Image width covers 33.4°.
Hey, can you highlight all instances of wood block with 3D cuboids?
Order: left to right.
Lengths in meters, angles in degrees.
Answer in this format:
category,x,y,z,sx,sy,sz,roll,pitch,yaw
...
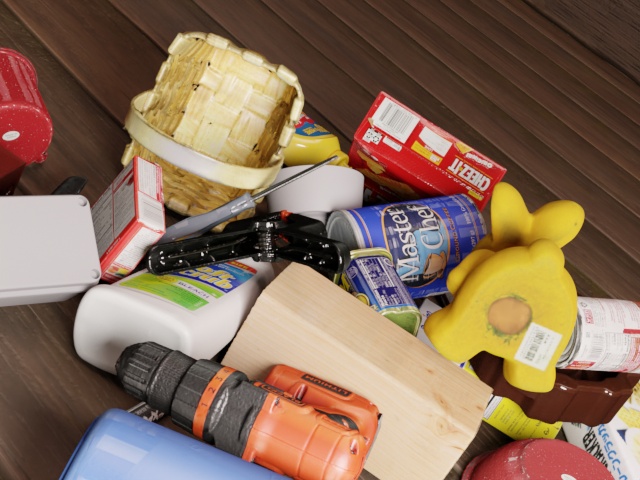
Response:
category,x,y,z,sx,sy,sz,roll,pitch,yaw
wood block,0.031,0.117,0.909,0.206,0.091,0.090,33,25,6

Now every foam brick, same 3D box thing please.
category,x,y,z,sx,sy,sz,roll,pitch,yaw
foam brick,-0.297,-0.048,0.908,0.051,0.053,0.078,31,26,1

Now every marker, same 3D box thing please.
category,x,y,z,sx,sy,sz,roll,pitch,yaw
marker,-0.131,0.130,0.798,0.020,0.020,0.120,38,26,15

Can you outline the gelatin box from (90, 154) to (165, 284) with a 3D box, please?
category,x,y,z,sx,sy,sz,roll,pitch,yaw
gelatin box,-0.162,-0.017,0.897,0.030,0.073,0.089,26,32,-31

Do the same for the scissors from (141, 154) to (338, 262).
category,x,y,z,sx,sy,sz,roll,pitch,yaw
scissors,-0.081,-0.029,0.949,0.016,0.202,0.096,63,13,1

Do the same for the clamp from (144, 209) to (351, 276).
category,x,y,z,sx,sy,sz,roll,pitch,yaw
clamp,-0.056,0.001,0.922,0.164,0.036,0.210,-1,9,2

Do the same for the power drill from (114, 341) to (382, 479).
category,x,y,z,sx,sy,sz,roll,pitch,yaw
power drill,-0.040,0.124,0.779,0.184,0.057,0.187,24,1,17

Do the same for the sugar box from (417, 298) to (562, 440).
category,x,y,z,sx,sy,sz,roll,pitch,yaw
sugar box,0.161,0.135,1.071,0.176,0.048,0.093,30,26,7

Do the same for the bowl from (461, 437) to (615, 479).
category,x,y,z,sx,sy,sz,roll,pitch,yaw
bowl,0.204,0.222,0.915,0.162,0.055,0.162,15,32,-10

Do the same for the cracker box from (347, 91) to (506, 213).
category,x,y,z,sx,sy,sz,roll,pitch,yaw
cracker box,0.112,-0.074,1.251,0.164,0.072,0.214,32,-11,3

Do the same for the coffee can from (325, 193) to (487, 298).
category,x,y,z,sx,sy,sz,roll,pitch,yaw
coffee can,0.087,0.010,1.096,0.140,0.103,0.103,-8,40,-19

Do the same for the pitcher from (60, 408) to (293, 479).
category,x,y,z,sx,sy,sz,roll,pitch,yaw
pitcher,-0.045,0.197,0.655,0.243,0.149,0.145,26,57,-2

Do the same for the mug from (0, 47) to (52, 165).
category,x,y,z,sx,sy,sz,roll,pitch,yaw
mug,-0.295,-0.113,1.004,0.081,0.093,0.117,58,0,36

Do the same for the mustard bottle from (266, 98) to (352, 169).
category,x,y,z,sx,sy,sz,roll,pitch,yaw
mustard bottle,-0.037,-0.123,1.231,0.192,0.058,0.096,38,22,16

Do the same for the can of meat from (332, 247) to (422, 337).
category,x,y,z,sx,sy,sz,roll,pitch,yaw
can of meat,0.049,0.073,0.998,0.057,0.102,0.084,-6,42,-21

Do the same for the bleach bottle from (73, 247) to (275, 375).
category,x,y,z,sx,sy,sz,roll,pitch,yaw
bleach bottle,-0.108,0.047,0.923,0.102,0.068,0.250,20,19,11
